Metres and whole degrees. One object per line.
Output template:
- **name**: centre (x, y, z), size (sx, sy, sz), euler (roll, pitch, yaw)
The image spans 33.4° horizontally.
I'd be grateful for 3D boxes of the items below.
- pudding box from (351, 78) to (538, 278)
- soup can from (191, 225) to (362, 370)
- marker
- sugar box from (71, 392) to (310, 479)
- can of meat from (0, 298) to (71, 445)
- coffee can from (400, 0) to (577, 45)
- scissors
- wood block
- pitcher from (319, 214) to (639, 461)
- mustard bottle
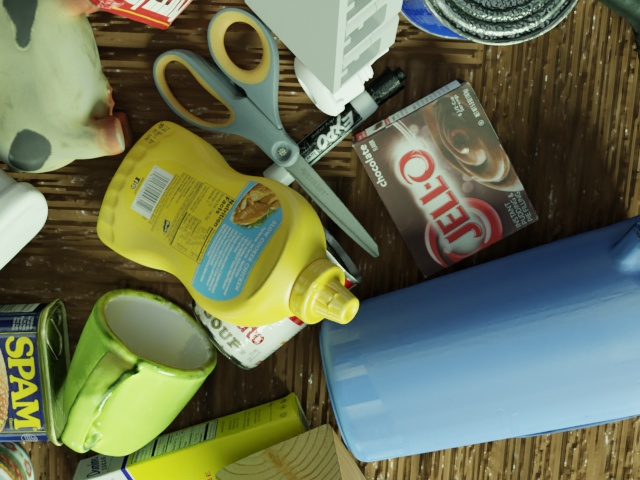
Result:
- **pudding box**: centre (0.086, -0.043, 0.744), size (0.090, 0.039, 0.113), euler (-28, 102, 6)
- **soup can**: centre (-0.031, 0.034, 0.747), size (0.102, 0.068, 0.068), euler (-40, 101, 9)
- **marker**: centre (0.011, -0.079, 0.745), size (0.121, 0.020, 0.020), euler (-39, 101, 8)
- **sugar box**: centre (-0.085, 0.185, 0.792), size (0.176, 0.048, 0.093), euler (-19, 106, 2)
- **can of meat**: centre (-0.227, 0.095, 0.765), size (0.084, 0.057, 0.102), euler (-2, 103, 3)
- **coffee can**: centre (0.097, -0.175, 0.659), size (0.102, 0.140, 0.103), euler (-1, 103, -3)
- **scissors**: centre (-0.021, -0.081, 0.726), size (0.202, 0.016, 0.096), euler (33, 106, 3)
- **wood block**: centre (0.016, 0.239, 0.748), size (0.090, 0.091, 0.206), euler (-25, 123, 7)
- **pitcher**: centre (0.130, 0.081, 0.737), size (0.243, 0.145, 0.149), euler (-15, 91, 6)
- **mustard bottle**: centre (-0.054, 0.001, 0.694), size (0.192, 0.058, 0.096), euler (30, 89, 29)
